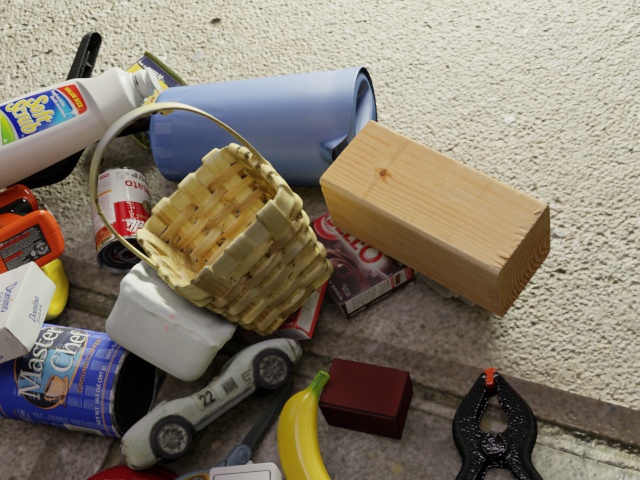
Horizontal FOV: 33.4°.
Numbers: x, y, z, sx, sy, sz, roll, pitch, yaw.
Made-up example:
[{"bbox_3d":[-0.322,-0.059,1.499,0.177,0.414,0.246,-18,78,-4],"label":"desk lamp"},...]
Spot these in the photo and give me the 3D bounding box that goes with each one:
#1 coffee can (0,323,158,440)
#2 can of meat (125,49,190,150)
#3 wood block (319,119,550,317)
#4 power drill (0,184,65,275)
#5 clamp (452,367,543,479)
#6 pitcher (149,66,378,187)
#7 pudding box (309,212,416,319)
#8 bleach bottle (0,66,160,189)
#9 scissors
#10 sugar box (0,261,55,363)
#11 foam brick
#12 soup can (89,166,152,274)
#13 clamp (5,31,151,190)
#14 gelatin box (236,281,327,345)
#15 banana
[{"bbox_3d":[-0.248,0.139,1.071,0.140,0.103,0.102,7,60,16],"label":"coffee can"},{"bbox_3d":[-0.207,-0.168,1.286,0.084,0.057,0.102,-42,59,-13],"label":"can of meat"},{"bbox_3d":[0.113,-0.024,1.045,0.206,0.090,0.090,30,69,27],"label":"wood block"},{"bbox_3d":[-0.371,0.003,1.155,0.184,0.057,0.188,-33,27,-24],"label":"power drill"},{"bbox_3d":[0.153,0.202,0.986,0.120,0.039,0.171,-9,50,1],"label":"clamp"},{"bbox_3d":[-0.058,-0.125,1.195,0.243,0.149,0.145,0,73,16],"label":"pitcher"},{"bbox_3d":[0.035,0.016,1.128,0.090,0.039,0.114,-30,57,-8],"label":"pudding box"},{"bbox_3d":[-0.299,-0.136,1.201,0.251,0.068,0.102,-23,51,8],"label":"bleach bottle"},{"bbox_3d":[-0.072,0.227,1.023,0.201,0.016,0.096,-33,95,-36],"label":"scissors"},{"bbox_3d":[-0.349,0.090,1.045,0.176,0.048,0.093,-17,38,21],"label":"sugar box"},{"bbox_3d":[0.045,0.153,1.031,0.078,0.053,0.051,9,60,16],"label":"foam brick"},{"bbox_3d":[-0.220,-0.023,1.189,0.068,0.068,0.102,-15,56,2],"label":"soup can"},{"bbox_3d":[-0.290,-0.126,1.252,0.210,0.036,0.165,-48,60,5],"label":"clamp"},{"bbox_3d":[-0.039,0.067,1.094,0.089,0.030,0.073,-12,51,43],"label":"gelatin box"},{"bbox_3d":[0.003,0.214,0.960,0.070,0.037,0.198,-33,59,19],"label":"banana"}]
